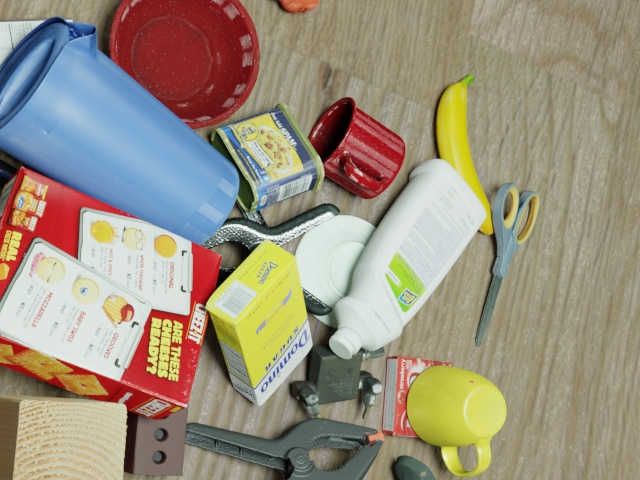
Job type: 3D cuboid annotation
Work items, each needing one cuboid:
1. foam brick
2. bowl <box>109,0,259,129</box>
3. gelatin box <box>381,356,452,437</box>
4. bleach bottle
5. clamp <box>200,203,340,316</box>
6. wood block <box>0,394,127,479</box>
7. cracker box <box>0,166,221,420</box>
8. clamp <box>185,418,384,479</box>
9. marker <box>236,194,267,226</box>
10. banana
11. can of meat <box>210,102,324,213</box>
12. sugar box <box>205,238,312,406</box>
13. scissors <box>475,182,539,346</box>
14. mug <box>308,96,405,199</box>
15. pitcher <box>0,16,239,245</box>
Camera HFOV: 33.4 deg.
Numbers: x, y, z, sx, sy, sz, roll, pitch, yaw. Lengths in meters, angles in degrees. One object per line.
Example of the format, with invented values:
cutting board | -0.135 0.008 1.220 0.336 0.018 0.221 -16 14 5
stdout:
foam brick | -0.166 0.193 1.063 0.052 0.051 0.078 7 80 -25
bowl | -0.147 -0.194 1.113 0.161 0.055 0.162 0 90 -25
gelatin box | 0.110 0.179 1.209 0.073 0.030 0.089 9 79 -24
bleach bottle | 0.084 0.026 1.175 0.102 0.068 0.250 48 58 -13
clamp | -0.059 0.026 1.128 0.171 0.039 0.120 -5 91 -8
wood block | -0.243 0.184 0.940 0.090 0.206 0.091 6 81 -25
cracker box | -0.213 0.053 0.986 0.213 0.072 0.164 25 57 -24
clamp | -0.025 0.241 1.085 0.209 0.036 0.164 -6 51 -22
marker | -0.058 0.001 1.156 0.020 0.020 0.121 -31 97 -26
banana | 0.171 -0.104 1.269 0.069 0.037 0.198 -4 85 -26
can of meat | -0.058 -0.087 1.133 0.083 0.057 0.102 -22 68 -24
sugar box | -0.057 0.087 1.069 0.048 0.176 0.093 31 65 26
scissors | 0.210 0.018 1.268 0.096 0.016 0.201 47 64 -43
mug | 0.041 -0.092 1.168 0.081 0.117 0.093 30 111 -25
pitcher | -0.204 -0.085 1.025 0.242 0.149 0.145 37 69 -34
